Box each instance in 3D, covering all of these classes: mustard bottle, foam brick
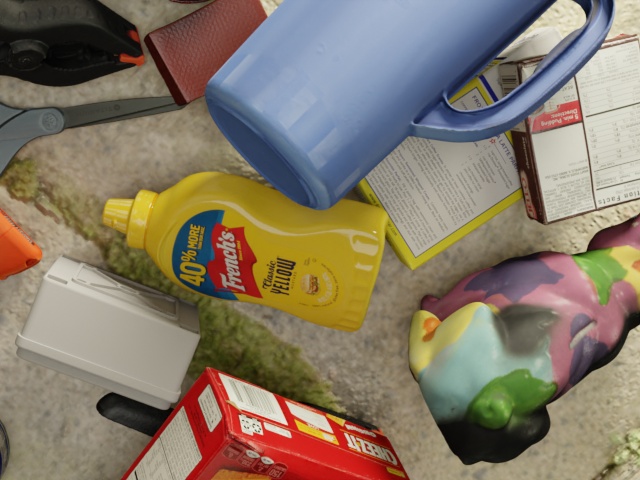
[{"bbox_3d":[-0.055,0.001,0.734,0.191,0.058,0.096,13,132,1],"label":"mustard bottle"},{"bbox_3d":[-0.072,-0.131,0.717,0.078,0.051,0.053,-29,102,-11],"label":"foam brick"}]

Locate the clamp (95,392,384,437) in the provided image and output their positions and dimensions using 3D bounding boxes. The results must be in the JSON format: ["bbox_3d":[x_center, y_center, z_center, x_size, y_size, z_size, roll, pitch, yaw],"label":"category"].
[{"bbox_3d":[-0.053,0.178,0.787,0.210,0.036,0.164,-4,110,-9],"label":"clamp"}]

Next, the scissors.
[{"bbox_3d":[-0.196,-0.064,0.740,0.201,0.016,0.096,6,101,-7],"label":"scissors"}]

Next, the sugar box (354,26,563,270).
[{"bbox_3d":[0.110,-0.066,0.759,0.176,0.048,0.093,-33,102,-4],"label":"sugar box"}]

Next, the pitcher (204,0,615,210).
[{"bbox_3d":[0.054,-0.130,0.667,0.242,0.149,0.145,-46,122,-10],"label":"pitcher"}]

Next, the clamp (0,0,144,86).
[{"bbox_3d":[-0.194,-0.134,0.679,0.171,0.120,0.039,-9,72,-23],"label":"clamp"}]

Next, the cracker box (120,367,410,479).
[{"bbox_3d":[-0.063,0.206,0.726,0.164,0.072,0.214,27,109,-33],"label":"cracker box"}]

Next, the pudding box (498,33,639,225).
[{"bbox_3d":[0.178,-0.075,0.724,0.090,0.039,0.113,-14,103,-7],"label":"pudding box"}]
